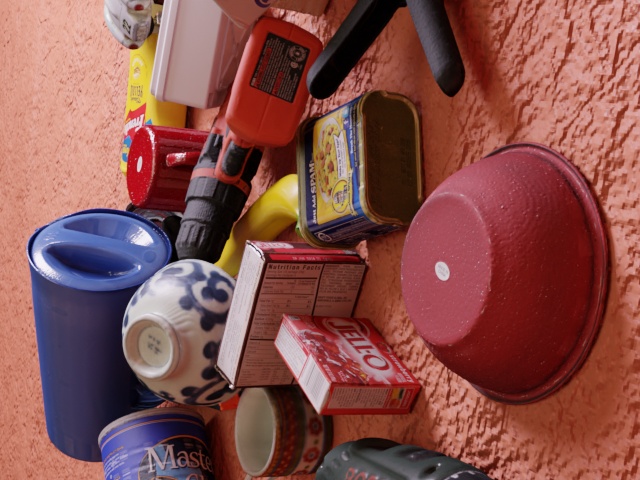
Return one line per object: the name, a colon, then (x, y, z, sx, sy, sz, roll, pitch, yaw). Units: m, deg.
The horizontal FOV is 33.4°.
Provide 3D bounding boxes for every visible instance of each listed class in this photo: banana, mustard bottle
banana: (-0.045, -0.014, 0.894, 0.069, 0.037, 0.198, -57, 12, -26)
mustard bottle: (-0.178, -0.122, 1.139, 0.096, 0.058, 0.192, 14, 99, 55)

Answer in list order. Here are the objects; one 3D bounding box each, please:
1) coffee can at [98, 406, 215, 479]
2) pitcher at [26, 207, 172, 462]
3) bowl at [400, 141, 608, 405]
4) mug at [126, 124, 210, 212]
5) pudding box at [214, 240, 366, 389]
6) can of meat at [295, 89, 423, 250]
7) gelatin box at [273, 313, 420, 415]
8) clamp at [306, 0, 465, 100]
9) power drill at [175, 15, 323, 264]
coffee can: (-0.146, 0.240, 0.991, 0.103, 0.102, 0.140, -52, 44, 44)
pitcher: (-0.210, 0.104, 1.048, 0.149, 0.145, 0.243, -105, 19, -54)
bowl: (0.096, 0.018, 0.642, 0.162, 0.055, 0.162, -13, 75, 60)
mug: (-0.133, -0.069, 1.028, 0.117, 0.081, 0.093, -5, 82, 60)
pudding box: (-0.023, 0.057, 0.811, 0.039, 0.089, 0.113, 43, 123, 53)
can of meat: (0.028, -0.050, 0.769, 0.084, 0.057, 0.102, -19, 70, 57)
gelatin box: (0.017, 0.086, 0.754, 0.089, 0.073, 0.030, 51, 129, 51)
clamp: (0.063, -0.168, 0.717, 0.120, 0.039, 0.171, 16, 85, 33)
power drill: (-0.064, -0.079, 0.857, 0.188, 0.057, 0.184, 137, 151, -65)
